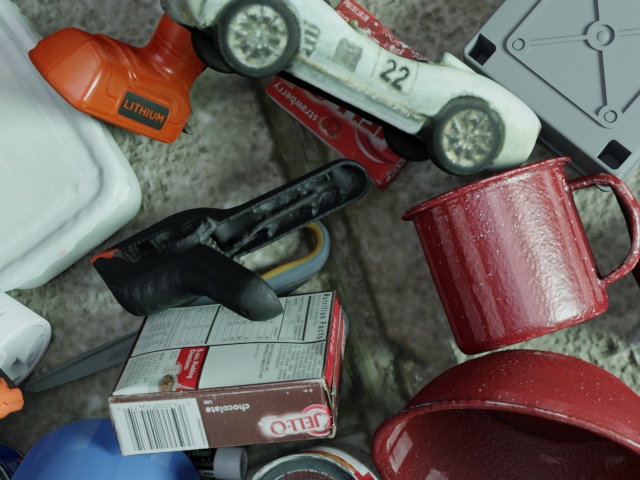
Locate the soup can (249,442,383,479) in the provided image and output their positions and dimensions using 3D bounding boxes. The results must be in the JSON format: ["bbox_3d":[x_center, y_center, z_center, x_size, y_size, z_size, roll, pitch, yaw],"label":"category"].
[{"bbox_3d":[0.000,0.141,0.550,0.068,0.102,0.068,-1,82,9],"label":"soup can"}]

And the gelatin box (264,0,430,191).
[{"bbox_3d":[0.026,-0.084,0.611,0.089,0.030,0.073,41,92,13],"label":"gelatin box"}]

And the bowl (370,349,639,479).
[{"bbox_3d":[0.109,0.101,0.528,0.162,0.162,0.055,13,55,12],"label":"bowl"}]

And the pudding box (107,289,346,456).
[{"bbox_3d":[-0.045,0.067,0.557,0.113,0.090,0.039,-5,115,8],"label":"pudding box"}]

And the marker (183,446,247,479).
[{"bbox_3d":[-0.102,0.125,0.614,0.121,0.020,0.020,1,83,11],"label":"marker"}]

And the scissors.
[{"bbox_3d":[-0.069,0.064,0.617,0.202,0.016,0.096,-37,78,4],"label":"scissors"}]

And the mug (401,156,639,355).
[{"bbox_3d":[0.109,0.006,0.552,0.117,0.093,0.081,-21,84,20],"label":"mug"}]

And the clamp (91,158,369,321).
[{"bbox_3d":[-0.054,0.001,0.584,0.172,0.120,0.039,-2,120,43],"label":"clamp"}]

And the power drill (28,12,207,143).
[{"bbox_3d":[-0.068,-0.146,0.568,0.188,0.184,0.057,-47,66,11],"label":"power drill"}]
